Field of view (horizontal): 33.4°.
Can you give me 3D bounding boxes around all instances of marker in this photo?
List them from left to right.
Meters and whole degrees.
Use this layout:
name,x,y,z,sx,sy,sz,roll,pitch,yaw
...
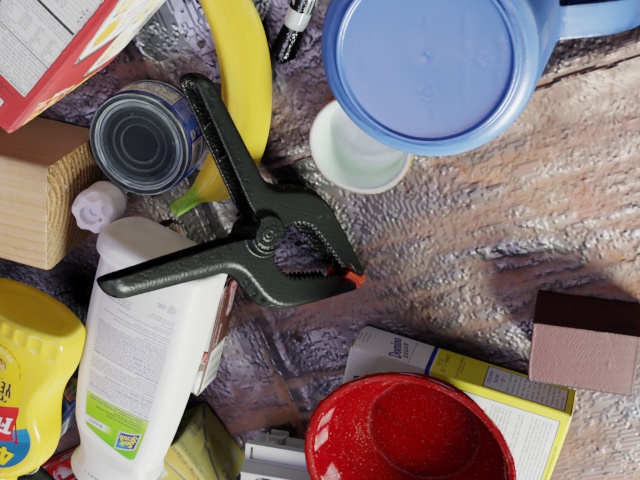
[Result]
name,x,y,z,sx,sy,sz,roll,pitch,yaw
marker,-0.007,-0.179,0.748,0.020,0.020,0.121,27,120,4

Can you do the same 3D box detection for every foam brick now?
name,x,y,z,sx,sy,sz,roll,pitch,yaw
foam brick,0.194,0.075,0.783,0.078,0.053,0.051,8,117,15

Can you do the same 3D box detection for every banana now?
name,x,y,z,sx,sy,sz,roll,pitch,yaw
banana,-0.066,-0.107,0.778,0.037,0.069,0.198,35,126,43

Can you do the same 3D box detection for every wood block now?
name,x,y,z,sx,sy,sz,roll,pitch,yaw
wood block,-0.290,-0.056,0.858,0.206,0.090,0.090,14,118,11

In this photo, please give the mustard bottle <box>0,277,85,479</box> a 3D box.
name,x,y,z,sx,sy,sz,roll,pitch,yaw
mustard bottle,-0.251,0.131,0.857,0.096,0.058,0.192,27,117,15

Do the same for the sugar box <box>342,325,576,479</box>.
name,x,y,z,sx,sy,sz,roll,pitch,yaw
sugar box,0.103,0.137,0.847,0.176,0.048,0.093,18,118,13

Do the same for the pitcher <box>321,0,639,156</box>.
name,x,y,z,sx,sy,sz,roll,pitch,yaw
pitcher,0.092,-0.139,0.605,0.149,0.242,0.145,-38,101,30

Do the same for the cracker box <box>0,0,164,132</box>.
name,x,y,z,sx,sy,sz,roll,pitch,yaw
cracker box,-0.135,-0.186,0.703,0.072,0.164,0.214,44,120,-8

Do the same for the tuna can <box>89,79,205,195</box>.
name,x,y,z,sx,sy,sz,roll,pitch,yaw
tuna can,-0.134,-0.079,0.828,0.086,0.033,0.086,7,116,15

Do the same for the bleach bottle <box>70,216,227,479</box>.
name,x,y,z,sx,sy,sz,roll,pitch,yaw
bleach bottle,-0.155,0.113,0.854,0.103,0.068,0.251,27,114,15

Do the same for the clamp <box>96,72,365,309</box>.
name,x,y,z,sx,sy,sz,roll,pitch,yaw
clamp,-0.055,0.001,0.775,0.209,0.164,0.036,35,167,-34

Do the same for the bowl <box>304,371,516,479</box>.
name,x,y,z,sx,sy,sz,roll,pitch,yaw
bowl,0.072,0.158,0.809,0.162,0.055,0.162,8,115,17

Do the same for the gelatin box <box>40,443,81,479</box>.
name,x,y,z,sx,sy,sz,roll,pitch,yaw
gelatin box,-0.222,0.239,1.010,0.073,0.030,0.089,-26,104,27
